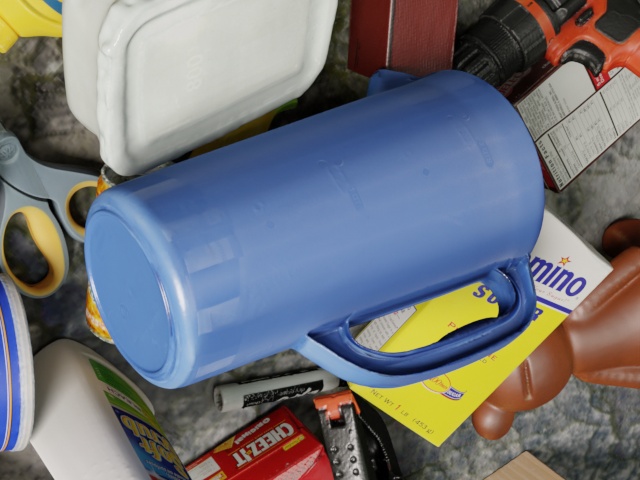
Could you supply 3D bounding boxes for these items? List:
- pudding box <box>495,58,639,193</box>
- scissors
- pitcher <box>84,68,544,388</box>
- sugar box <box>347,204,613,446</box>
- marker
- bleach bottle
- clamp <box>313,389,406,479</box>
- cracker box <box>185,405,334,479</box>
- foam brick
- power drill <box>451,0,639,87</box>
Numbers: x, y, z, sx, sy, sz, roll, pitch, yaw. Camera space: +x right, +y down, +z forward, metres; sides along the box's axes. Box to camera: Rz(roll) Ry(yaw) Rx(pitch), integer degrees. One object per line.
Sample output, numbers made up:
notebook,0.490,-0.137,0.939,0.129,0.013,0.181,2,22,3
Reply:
pudding box,0.189,-0.105,0.797,0.113,0.039,0.090,-40,123,-9
scissors,-0.161,-0.053,0.606,0.096,0.016,0.202,-25,134,-29
pitcher,0.004,0.001,0.594,0.242,0.149,0.145,-20,118,-32
sugar box,0.105,0.051,0.731,0.093,0.048,0.176,36,105,-27
marker,-0.018,0.104,0.770,0.120,0.020,0.020,-7,112,-27
bleach bottle,-0.102,0.144,0.598,0.068,0.251,0.102,-46,124,-7
clamp,0.044,0.196,0.761,0.036,0.164,0.210,-15,126,16
cracker box,-0.046,0.252,0.779,0.164,0.072,0.213,-30,121,-16
foam brick,0.053,-0.145,0.696,0.051,0.053,0.078,-7,113,-27
power drill,0.196,-0.112,0.720,0.184,0.188,0.057,-41,164,-10
